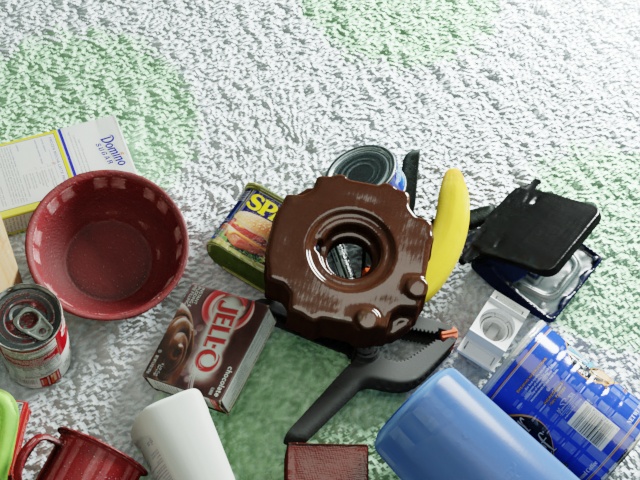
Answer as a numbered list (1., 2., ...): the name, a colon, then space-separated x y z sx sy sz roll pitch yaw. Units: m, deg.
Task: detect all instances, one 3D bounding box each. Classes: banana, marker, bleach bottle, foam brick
1. banana: 0.110 0.011 1.106 0.069 0.037 0.197 41 68 -4
2. marker: 0.016 0.005 1.144 0.020 0.020 0.121 -13 64 -13
3. bleach bottle: -0.091 0.264 0.959 0.068 0.103 0.251 -20 72 -23
4. foam brick: 0.004 0.223 1.007 0.078 0.053 0.051 2 62 -5

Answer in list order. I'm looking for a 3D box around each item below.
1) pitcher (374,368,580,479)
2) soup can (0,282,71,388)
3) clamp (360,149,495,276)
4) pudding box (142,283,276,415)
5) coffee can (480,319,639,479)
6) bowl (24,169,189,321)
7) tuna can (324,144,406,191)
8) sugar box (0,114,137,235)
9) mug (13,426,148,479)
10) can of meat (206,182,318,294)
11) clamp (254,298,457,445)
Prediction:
1. pitcher: 0.159 0.242 0.965 0.243 0.145 0.149 44 28 15
2. soup can: -0.275 0.093 1.016 0.068 0.102 0.068 3 62 -5
3. clamp: 0.110 -0.011 1.154 0.120 0.039 0.171 27 65 14
4. pudding box: -0.107 0.105 1.048 0.090 0.039 0.113 14 64 24
5. coffee can: 0.237 0.161 1.039 0.140 0.103 0.102 40 65 14
6. bowl: -0.216 0.011 1.086 0.162 0.055 0.162 3 69 -9
7. tuna can: 0.047 -0.063 1.155 0.086 0.033 0.086 -15 46 15
8. sugar box: -0.289 -0.067 1.134 0.176 0.048 0.093 -15 65 -18
9. mug: -0.223 0.219 0.954 0.117 0.093 0.081 42 62 -32
10. can of meat: -0.057 0.001 1.117 0.102 0.057 0.083 30 65 9
11. clamp: 0.035 0.108 1.081 0.209 0.036 0.165 -15 58 -17
